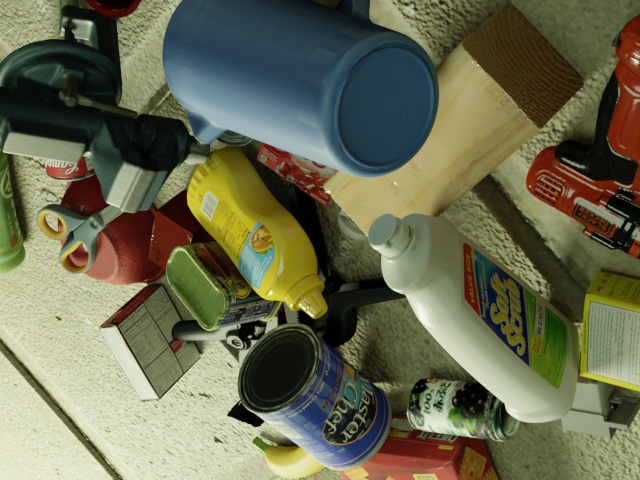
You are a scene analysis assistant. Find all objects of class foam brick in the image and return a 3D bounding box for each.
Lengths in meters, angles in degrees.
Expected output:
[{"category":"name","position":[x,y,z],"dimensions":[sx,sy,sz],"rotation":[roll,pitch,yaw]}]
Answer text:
[{"category":"foam brick","position":[-0.149,-0.006,1.170],"dimensions":[0.053,0.051,0.078],"rotation":[33,136,15]}]

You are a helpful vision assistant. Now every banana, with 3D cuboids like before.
[{"category":"banana","position":[-0.016,0.242,1.262],"dimensions":[0.069,0.037,0.198],"rotation":[48,137,-5]}]

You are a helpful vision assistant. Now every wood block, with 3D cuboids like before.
[{"category":"wood block","position":[0.104,-0.086,0.883],"dimensions":[0.090,0.090,0.206],"rotation":[47,138,0]}]

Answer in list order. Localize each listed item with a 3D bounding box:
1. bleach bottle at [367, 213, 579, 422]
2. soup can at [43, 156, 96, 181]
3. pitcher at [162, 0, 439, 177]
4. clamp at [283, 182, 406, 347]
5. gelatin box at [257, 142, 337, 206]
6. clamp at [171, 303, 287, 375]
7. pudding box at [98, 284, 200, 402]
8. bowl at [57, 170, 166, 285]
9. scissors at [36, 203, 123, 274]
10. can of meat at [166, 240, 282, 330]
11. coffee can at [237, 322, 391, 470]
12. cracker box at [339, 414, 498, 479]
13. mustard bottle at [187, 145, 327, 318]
[{"category":"bleach bottle","position":[0.126,0.059,0.892],"dimensions":[0.068,0.102,0.250],"rotation":[-13,143,41]},{"category":"soup can","position":[-0.278,-0.125,1.170],"dimensions":[0.069,0.068,0.102],"rotation":[15,128,29]},{"category":"pitcher","position":[-0.014,-0.142,0.853],"dimensions":[0.243,0.144,0.149],"rotation":[30,140,51]},{"category":"clamp","position":[0.016,0.054,1.092],"dimensions":[0.165,0.036,0.210],"rotation":[38,138,22]},{"category":"gelatin box","position":[-0.012,-0.086,1.018],"dimensions":[0.089,0.030,0.073],"rotation":[35,136,11]},{"category":"clamp","position":[-0.084,0.114,1.220],"dimensions":[0.120,0.039,0.172],"rotation":[41,138,-20]},{"category":"pudding box","position":[-0.203,0.122,1.280],"dimensions":[0.039,0.089,0.113],"rotation":[-10,114,41]},{"category":"bowl","position":[-0.255,-0.005,1.251],"dimensions":[0.162,0.055,0.162],"rotation":[21,131,25]},{"category":"scissors","position":[-0.262,-0.031,1.184],"dimensions":[0.096,0.016,0.202],"rotation":[44,137,3]},{"category":"can of meat","position":[-0.102,0.044,1.122],"dimensions":[0.102,0.083,0.058],"rotation":[48,125,28]},{"category":"coffee can","position":[-0.004,0.164,1.109],"dimensions":[0.103,0.102,0.140],"rotation":[-3,146,39]},{"category":"cracker box","position":[0.120,0.294,1.170],"dimensions":[0.164,0.072,0.213],"rotation":[-2,120,39]},{"category":"mustard bottle","position":[-0.057,0.001,1.061],"dimensions":[0.192,0.058,0.096],"rotation":[51,139,21]}]
